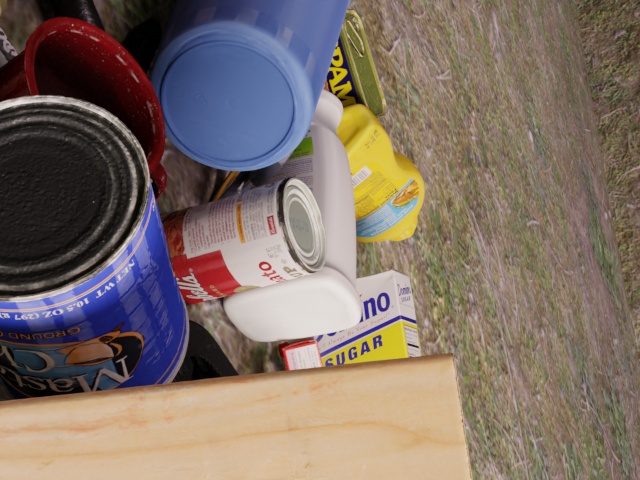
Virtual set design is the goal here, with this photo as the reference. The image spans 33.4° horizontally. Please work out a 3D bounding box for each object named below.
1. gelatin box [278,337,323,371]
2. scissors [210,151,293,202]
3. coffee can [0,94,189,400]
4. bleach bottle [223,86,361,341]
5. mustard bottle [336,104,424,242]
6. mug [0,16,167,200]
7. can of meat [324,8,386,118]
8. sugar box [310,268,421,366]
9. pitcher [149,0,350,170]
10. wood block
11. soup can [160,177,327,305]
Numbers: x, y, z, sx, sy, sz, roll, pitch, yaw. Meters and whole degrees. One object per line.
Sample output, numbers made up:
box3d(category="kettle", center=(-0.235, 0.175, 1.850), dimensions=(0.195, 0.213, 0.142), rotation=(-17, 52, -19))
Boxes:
box3d(category="gelatin box", center=(-0.008, 0.120, 0.821), dimensions=(0.073, 0.030, 0.089), rotation=(140, -64, -85))
box3d(category="scissors", center=(-0.022, -0.098, 0.825), dimensions=(0.016, 0.096, 0.201), rotation=(41, 64, -17))
box3d(category="coffee can", center=(-0.121, 0.015, 0.502), dimensions=(0.140, 0.103, 0.103), rotation=(89, 1, -59))
box3d(category="bleach bottle", center=(-0.013, -0.043, 0.850), dimensions=(0.068, 0.103, 0.250), rotation=(56, 30, -44))
box3d(category="mustard bottle", center=(0.045, -0.047, 0.997), dimensions=(0.191, 0.096, 0.058), rotation=(42, 14, -54))
box3d(category="mug", center=(-0.136, -0.052, 0.575), dimensions=(0.117, 0.082, 0.093), rotation=(38, 40, -36))
box3d(category="can of meat", center=(0.003, -0.150, 0.979), dimensions=(0.057, 0.084, 0.102), rotation=(-32, 106, -66))
box3d(category="sugar box", center=(0.039, 0.120, 0.888), dimensions=(0.048, 0.093, 0.176), rotation=(19, 58, -63))
box3d(category="pitcher", center=(-0.049, -0.146, 0.778), dimensions=(0.149, 0.145, 0.242), rotation=(54, 24, -27))
box3d(category="wood block", center=(-0.047, 0.108, 0.432), dimensions=(0.091, 0.206, 0.090), rotation=(92, -9, -70))
box3d(category="soup can", center=(-0.055, 0.001, 0.729), dimensions=(0.068, 0.102, 0.068), rotation=(46, 36, -50))
